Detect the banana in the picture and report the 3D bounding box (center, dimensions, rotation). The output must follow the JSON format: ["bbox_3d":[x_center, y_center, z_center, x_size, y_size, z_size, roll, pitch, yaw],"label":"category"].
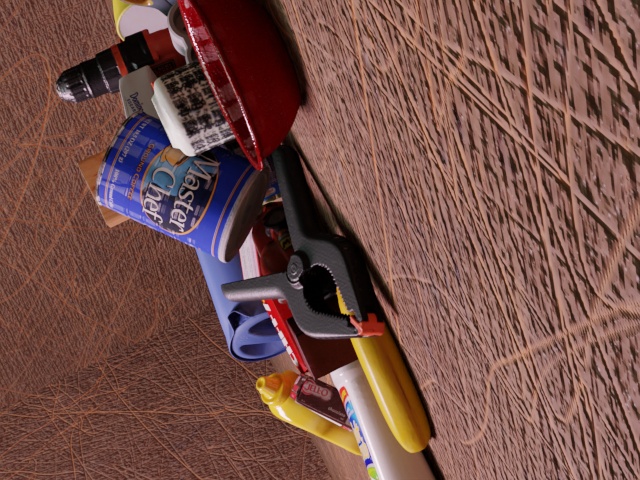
[{"bbox_3d":[0.060,0.125,0.986,0.198,0.037,0.070,67,171,-18],"label":"banana"}]

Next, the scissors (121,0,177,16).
[{"bbox_3d":[-0.155,-0.267,1.196,0.201,0.096,0.016,12,-110,-61],"label":"scissors"}]

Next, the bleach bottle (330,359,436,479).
[{"bbox_3d":[0.059,0.187,1.113,0.102,0.068,0.251,163,83,-82],"label":"bleach bottle"}]

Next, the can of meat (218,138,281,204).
[{"bbox_3d":[-0.075,-0.091,1.134,0.084,0.057,0.102,66,172,-23],"label":"can of meat"}]

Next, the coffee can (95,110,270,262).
[{"bbox_3d":[-0.133,-0.053,1.044,0.140,0.102,0.103,24,165,7],"label":"coffee can"}]

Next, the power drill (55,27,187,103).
[{"bbox_3d":[-0.204,-0.169,1.270,0.187,0.184,0.057,78,170,-63],"label":"power drill"}]

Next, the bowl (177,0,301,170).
[{"bbox_3d":[-0.059,-0.140,0.861,0.162,0.055,0.162,62,172,14],"label":"bowl"}]

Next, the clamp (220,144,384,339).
[{"bbox_3d":[-0.017,0.033,0.965,0.210,0.036,0.165,49,123,40],"label":"clamp"}]

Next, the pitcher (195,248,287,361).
[{"bbox_3d":[-0.110,0.060,1.666,0.149,0.144,0.243,95,155,-52],"label":"pitcher"}]

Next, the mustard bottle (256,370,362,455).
[{"bbox_3d":[-0.011,0.214,1.377,0.191,0.058,0.096,32,-168,-40],"label":"mustard bottle"}]

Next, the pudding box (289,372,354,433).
[{"bbox_3d":[0.021,0.198,1.275,0.113,0.039,0.090,28,174,-3],"label":"pudding box"}]

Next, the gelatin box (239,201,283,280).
[{"bbox_3d":[-0.058,0.001,1.184,0.030,0.073,0.089,-14,84,40],"label":"gelatin box"}]

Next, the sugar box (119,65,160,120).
[{"bbox_3d":[-0.172,-0.114,1.231,0.176,0.048,0.093,52,-163,-59],"label":"sugar box"}]

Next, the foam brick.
[{"bbox_3d":[0.014,0.089,1.033,0.051,0.078,0.053,66,175,-16],"label":"foam brick"}]

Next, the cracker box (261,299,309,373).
[{"bbox_3d":[-0.030,0.078,1.321,0.164,0.072,0.214,64,173,7],"label":"cracker box"}]
